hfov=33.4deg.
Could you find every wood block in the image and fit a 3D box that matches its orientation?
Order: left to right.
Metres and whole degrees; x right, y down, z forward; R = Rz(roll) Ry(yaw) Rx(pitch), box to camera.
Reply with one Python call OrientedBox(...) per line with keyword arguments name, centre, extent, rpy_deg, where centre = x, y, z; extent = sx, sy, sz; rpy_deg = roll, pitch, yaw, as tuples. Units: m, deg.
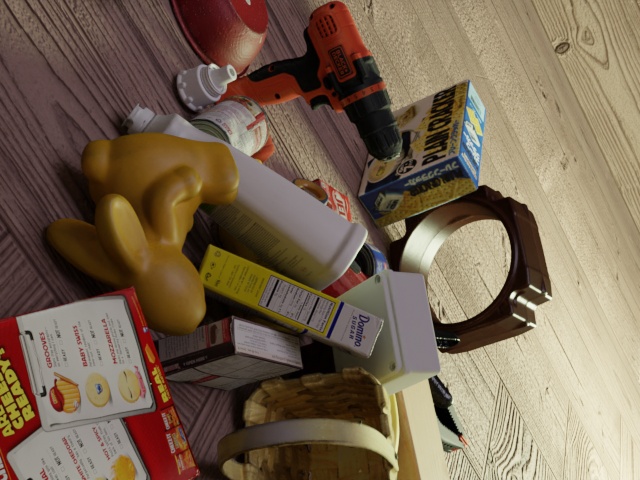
OrientedBox(name="wood block", centre=(0.072, 0.189, 1.218), extent=(0.090, 0.090, 0.206), rpy_deg=(18, 58, -62))

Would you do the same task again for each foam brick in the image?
OrientedBox(name="foam brick", centre=(0.002, 0.155, 1.159), extent=(0.051, 0.053, 0.078), rpy_deg=(48, 34, -38))

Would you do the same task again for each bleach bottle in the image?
OrientedBox(name="bleach bottle", centre=(-0.081, -0.049, 1.036), extent=(0.250, 0.103, 0.068), rpy_deg=(37, 62, -8))

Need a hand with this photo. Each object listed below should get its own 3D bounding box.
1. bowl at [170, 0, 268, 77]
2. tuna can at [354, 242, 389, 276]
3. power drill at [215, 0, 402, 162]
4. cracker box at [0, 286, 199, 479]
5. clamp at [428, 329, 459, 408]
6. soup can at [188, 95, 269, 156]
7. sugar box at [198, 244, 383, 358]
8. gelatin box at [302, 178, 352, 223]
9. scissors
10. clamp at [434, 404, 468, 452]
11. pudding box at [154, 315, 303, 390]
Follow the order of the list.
OrientedBox(name="bowl", centre=(-0.109, -0.274, 1.253), extent=(0.162, 0.055, 0.162), rpy_deg=(43, 37, -44))
OrientedBox(name="tuna can", centre=(0.037, 0.041, 1.271), extent=(0.033, 0.086, 0.086), rpy_deg=(23, 52, -55))
OrientedBox(name="power drill", centre=(-0.015, -0.149, 1.193), extent=(0.184, 0.188, 0.057), rpy_deg=(67, 25, -1))
OrientedBox(name="cracker box", centre=(-0.194, 0.133, 0.775), extent=(0.213, 0.072, 0.164), rpy_deg=(-15, 84, -63))
OrientedBox(name="clamp", centre=(0.109, 0.123, 1.340), extent=(0.171, 0.039, 0.120), rpy_deg=(41, 32, -10))
OrientedBox(name="soup can", centre=(-0.103, -0.108, 1.127), extent=(0.068, 0.069, 0.102), rpy_deg=(64, 27, -11))
OrientedBox(name="sugar box", centre=(-0.033, 0.059, 1.014), extent=(0.093, 0.176, 0.048), rpy_deg=(138, -28, -82))
OrientedBox(name="gelatin box", centre=(0.012, -0.024, 1.334), extent=(0.073, 0.030, 0.089), rpy_deg=(30, 46, -53))
OrientedBox(name="scissors", centre=(0.005, -0.024, 1.195), extent=(0.096, 0.016, 0.202), rpy_deg=(-5, 37, -48))
OrientedBox(name="clamp", centre=(0.130, 0.192, 1.398), extent=(0.210, 0.036, 0.164), rpy_deg=(51, 32, -27))
OrientedBox(name="pudding box", centre=(-0.083, 0.106, 0.986), extent=(0.113, 0.090, 0.039), rpy_deg=(22, 53, -56))
